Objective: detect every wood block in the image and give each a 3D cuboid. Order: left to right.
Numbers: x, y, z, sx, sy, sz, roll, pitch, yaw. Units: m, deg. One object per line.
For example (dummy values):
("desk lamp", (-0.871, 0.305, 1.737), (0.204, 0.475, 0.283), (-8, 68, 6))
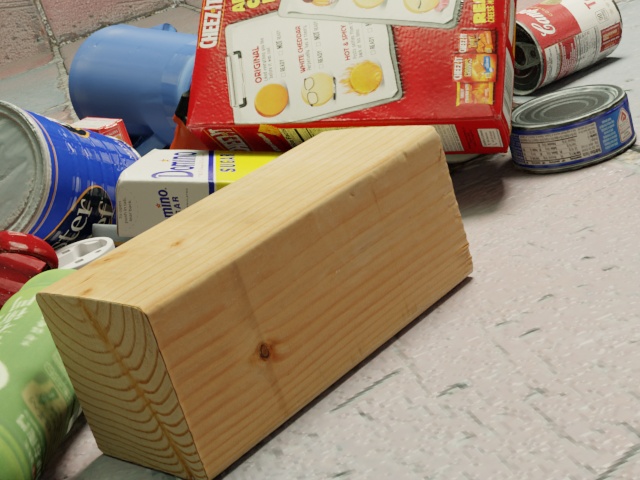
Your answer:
("wood block", (-0.024, 0.021, 0.543), (0.090, 0.091, 0.205), (3, 27, 45))

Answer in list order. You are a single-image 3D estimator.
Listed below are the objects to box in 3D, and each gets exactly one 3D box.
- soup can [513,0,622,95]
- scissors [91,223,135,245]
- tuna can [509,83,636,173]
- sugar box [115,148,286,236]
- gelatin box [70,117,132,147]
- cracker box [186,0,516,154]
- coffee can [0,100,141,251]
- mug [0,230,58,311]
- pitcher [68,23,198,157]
("soup can", (0.202, -0.174, 0.923), (0.102, 0.068, 0.069), (-26, 21, -26))
("scissors", (-0.055, 0.001, 0.732), (0.202, 0.016, 0.096), (3, -2, 9))
("tuna can", (0.170, -0.078, 0.733), (0.086, 0.034, 0.086), (-16, 19, 5))
("sugar box", (-0.036, -0.031, 0.694), (0.176, 0.048, 0.093), (4, 17, 6))
("gelatin box", (-0.203, -0.076, 0.999), (0.030, 0.073, 0.089), (-28, 21, -29))
("cracker box", (0.026, -0.142, 0.738), (0.214, 0.164, 0.072), (0, -18, 17))
("coffee can", (-0.197, -0.036, 0.756), (0.103, 0.103, 0.140), (-11, -8, 19))
("mug", (-0.204, 0.030, 0.635), (0.117, 0.093, 0.081), (-35, -34, 25))
("pitcher", (-0.160, -0.146, 1.101), (0.144, 0.149, 0.243), (-12, 16, -33))
